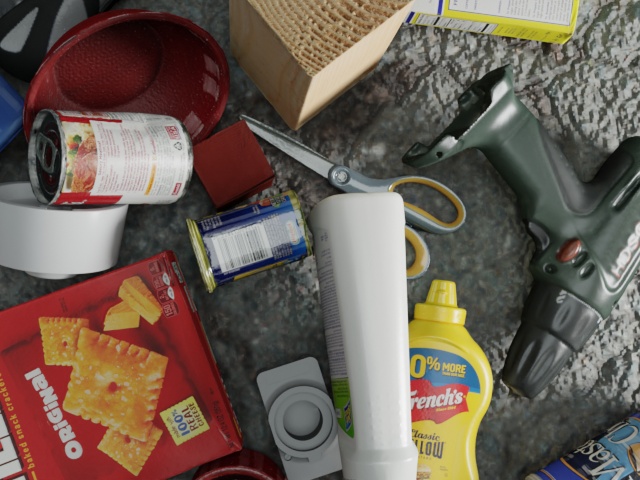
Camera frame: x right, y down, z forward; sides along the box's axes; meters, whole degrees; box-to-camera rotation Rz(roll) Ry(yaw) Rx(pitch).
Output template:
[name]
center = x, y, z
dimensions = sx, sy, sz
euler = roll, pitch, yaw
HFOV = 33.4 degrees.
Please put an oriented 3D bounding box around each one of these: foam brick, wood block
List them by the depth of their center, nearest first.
[wood block]
center = -0.007, -0.157, 0.779
dimensions = 0.091, 0.206, 0.090
euler = -39, 90, -5
[foam brick]
center = -0.071, -0.056, 0.834
dimensions = 0.053, 0.078, 0.051
euler = -28, 91, -5

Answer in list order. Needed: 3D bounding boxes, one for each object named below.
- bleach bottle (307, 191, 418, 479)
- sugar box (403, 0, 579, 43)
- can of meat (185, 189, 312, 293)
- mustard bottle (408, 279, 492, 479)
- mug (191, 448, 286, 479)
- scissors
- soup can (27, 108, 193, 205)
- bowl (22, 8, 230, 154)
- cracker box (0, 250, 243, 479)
[bleach bottle]
center = 0.035, 0.095, 0.794
dimensions = 0.068, 0.103, 0.251
euler = -3, 82, -8
[sugar box]
center = 0.123, -0.220, 0.874
dimensions = 0.176, 0.048, 0.093
euler = 8, 87, 0
[can of meat]
center = -0.055, 0.001, 0.821
dimensions = 0.084, 0.102, 0.057
euler = -17, 89, -7
[mustard bottle]
center = 0.086, 0.127, 0.844
dimensions = 0.096, 0.058, 0.191
euler = 7, 86, 10
[mug]
center = -0.062, 0.219, 0.815
dimensions = 0.093, 0.081, 0.117
euler = -7, 94, -1
[scissors]
center = 0.018, -0.031, 0.870
dimensions = 0.201, 0.016, 0.096
euler = 16, 86, -3
[soup can]
center = -0.153, -0.060, 0.779
dimensions = 0.102, 0.069, 0.068
euler = -2, 86, -35
[bowl]
center = -0.153, -0.119, 0.815
dimensions = 0.162, 0.162, 0.055
euler = -27, 53, -5
[cracker box]
center = -0.186, 0.119, 0.819
dimensions = 0.213, 0.072, 0.164
euler = -20, 89, -4
